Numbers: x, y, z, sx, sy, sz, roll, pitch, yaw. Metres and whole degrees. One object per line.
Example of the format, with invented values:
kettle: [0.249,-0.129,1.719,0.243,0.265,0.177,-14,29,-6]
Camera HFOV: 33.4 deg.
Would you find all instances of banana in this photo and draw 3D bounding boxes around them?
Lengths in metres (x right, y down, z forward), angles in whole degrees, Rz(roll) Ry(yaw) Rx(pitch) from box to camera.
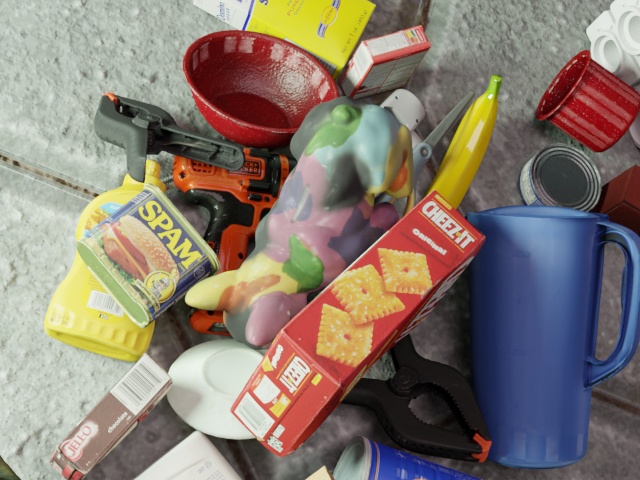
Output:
banana: [0.144,-0.082,1.132,0.037,0.069,0.197,18,71,23]

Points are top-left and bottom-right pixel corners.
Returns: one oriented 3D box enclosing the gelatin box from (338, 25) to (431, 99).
gelatin box: [0.067,-0.187,1.131,0.073,0.089,0.030,-19,76,-22]

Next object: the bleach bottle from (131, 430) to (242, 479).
bleach bottle: [-0.069,0.294,0.935,0.102,0.068,0.251,-36,87,-20]

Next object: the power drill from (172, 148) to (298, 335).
power drill: [-0.057,0.001,1.047,0.184,0.057,0.187,6,68,-15]

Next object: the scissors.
scissors: [0.088,-0.095,1.099,0.096,0.016,0.201,34,72,-25]

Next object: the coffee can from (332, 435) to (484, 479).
coffee can: [0.084,0.249,0.974,0.140,0.103,0.102,21,66,-9]

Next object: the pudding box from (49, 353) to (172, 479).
pudding box: [-0.184,0.158,0.933,0.039,0.090,0.113,44,64,0]

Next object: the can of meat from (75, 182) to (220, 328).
can of meat: [-0.155,0.014,0.948,0.083,0.058,0.102,-40,89,-25]

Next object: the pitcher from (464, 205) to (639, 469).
pitcher: [0.212,0.088,1.014,0.145,0.149,0.243,0,95,-11]

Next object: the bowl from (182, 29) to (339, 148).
bowl: [-0.065,-0.143,1.077,0.162,0.055,0.162,12,42,-12]

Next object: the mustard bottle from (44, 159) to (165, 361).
mustard bottle: [-0.185,0.010,1.002,0.096,0.058,0.191,18,67,-10]

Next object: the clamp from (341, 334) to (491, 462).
clamp: [0.067,0.143,1.014,0.164,0.036,0.210,-36,63,-21]

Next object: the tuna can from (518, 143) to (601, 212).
tuna can: [0.263,-0.062,1.177,0.086,0.034,0.086,5,70,-15]

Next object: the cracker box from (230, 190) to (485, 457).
cracker box: [0.033,0.074,0.921,0.072,0.164,0.213,43,54,9]

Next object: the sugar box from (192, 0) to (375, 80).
sugar box: [-0.039,-0.254,1.148,0.176,0.048,0.093,29,65,-7]

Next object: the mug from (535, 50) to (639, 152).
mug: [0.303,-0.157,1.201,0.081,0.093,0.117,33,29,-9]

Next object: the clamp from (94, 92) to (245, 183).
clamp: [-0.167,-0.096,1.002,0.172,0.039,0.120,26,23,35]
